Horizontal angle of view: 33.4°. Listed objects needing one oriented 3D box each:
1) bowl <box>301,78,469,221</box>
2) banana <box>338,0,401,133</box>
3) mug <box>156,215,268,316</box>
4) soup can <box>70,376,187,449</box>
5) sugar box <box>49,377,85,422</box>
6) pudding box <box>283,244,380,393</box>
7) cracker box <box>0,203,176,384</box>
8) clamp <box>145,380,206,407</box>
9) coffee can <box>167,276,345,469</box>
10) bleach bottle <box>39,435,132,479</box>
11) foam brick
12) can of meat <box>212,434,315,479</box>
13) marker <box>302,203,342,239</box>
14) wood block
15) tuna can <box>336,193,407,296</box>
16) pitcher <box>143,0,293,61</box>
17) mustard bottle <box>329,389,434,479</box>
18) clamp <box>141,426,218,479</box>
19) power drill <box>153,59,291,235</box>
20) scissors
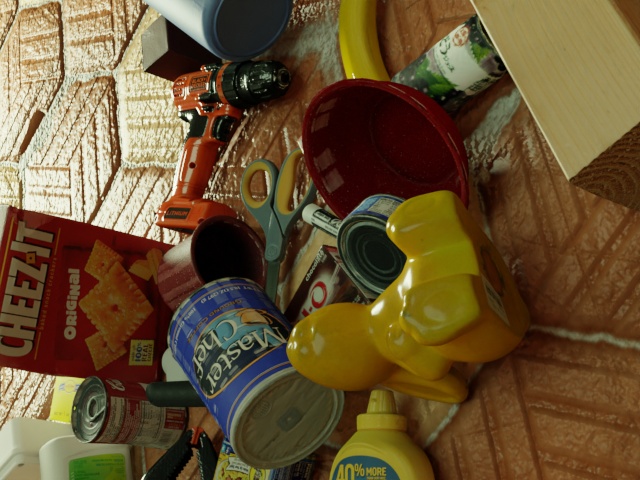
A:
[{"bbox_3d":[0.064,-0.072,0.886,0.162,0.055,0.162,24,135,26],"label":"bowl"},{"bbox_3d":[0.045,-0.172,0.980,0.070,0.037,0.198,124,142,-59],"label":"banana"},{"bbox_3d":[-0.114,0.041,1.062,0.082,0.093,0.117,-29,33,47],"label":"mug"},{"bbox_3d":[-0.198,0.181,1.111,0.069,0.102,0.068,-19,64,45],"label":"soup can"},{"bbox_3d":[-0.267,0.127,1.254,0.094,0.048,0.176,-8,73,48],"label":"sugar box"},{"bbox_3d":[0.008,0.075,0.953,0.114,0.039,0.090,-59,42,19],"label":"pudding box"},{"bbox_3d":[-0.261,0.063,1.135,0.072,0.213,0.164,0,78,49],"label":"cracker box"},{"bbox_3d":[-0.071,0.130,1.010,0.172,0.039,0.120,13,49,34],"label":"clamp"},{"bbox_3d":[-0.057,0.111,0.911,0.140,0.102,0.103,46,113,46],"label":"coffee can"},{"bbox_3d":[-0.232,0.333,1.122,0.068,0.102,0.251,-39,57,48],"label":"bleach bottle"},{"bbox_3d":[-0.158,-0.213,1.209,0.051,0.078,0.053,-28,58,39],"label":"foam brick"},{"bbox_3d":[-0.055,0.221,0.968,0.102,0.057,0.084,9,83,51],"label":"can of meat"},{"bbox_3d":[0.024,-0.006,0.977,0.121,0.020,0.020,31,102,50],"label":"marker"},{"bbox_3d":[0.194,-0.134,0.764,0.091,0.090,0.206,-45,48,31],"label":"wood block"},{"bbox_3d":[0.056,0.006,0.885,0.086,0.033,0.086,24,136,26],"label":"tuna can"},{"bbox_3d":[-0.126,-0.293,1.135,0.149,0.144,0.243,-51,52,7],"label":"pitcher"},{"bbox_3d":[0.048,0.215,0.848,0.096,0.058,0.191,-14,67,45],"label":"mustard bottle"},{"bbox_3d":[-0.129,0.286,1.017,0.164,0.036,0.210,16,69,9],"label":"clamp"},{"bbox_3d":[-0.107,-0.098,1.132,0.185,0.057,0.187,1,77,51],"label":"power drill"},{"bbox_3d":[-0.057,0.001,1.045,0.096,0.016,0.202,15,83,35],"label":"scissors"}]
